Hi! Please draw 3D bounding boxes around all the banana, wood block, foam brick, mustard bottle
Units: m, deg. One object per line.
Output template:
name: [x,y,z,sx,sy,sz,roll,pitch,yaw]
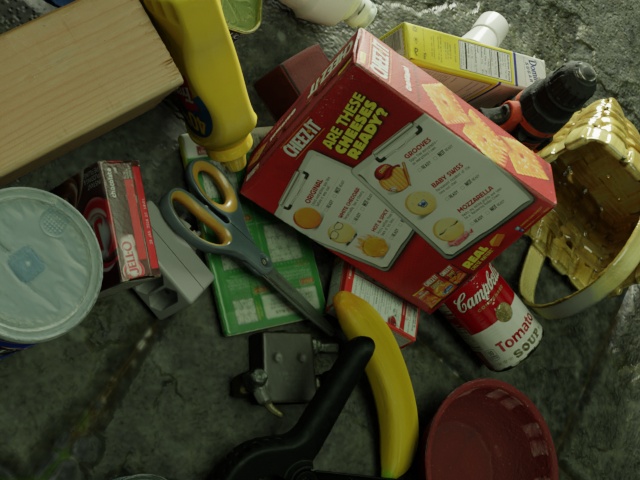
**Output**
banana: [0.054,0.128,0.939,0.069,0.037,0.198,-39,118,-60]
wood block: [-0.219,-0.103,0.790,0.205,0.090,0.091,-32,97,-24]
foam brick: [-0.012,-0.130,0.975,0.051,0.053,0.078,-39,101,-33]
mustard bottle: [-0.093,-0.133,0.861,0.058,0.096,0.191,-31,133,-15]

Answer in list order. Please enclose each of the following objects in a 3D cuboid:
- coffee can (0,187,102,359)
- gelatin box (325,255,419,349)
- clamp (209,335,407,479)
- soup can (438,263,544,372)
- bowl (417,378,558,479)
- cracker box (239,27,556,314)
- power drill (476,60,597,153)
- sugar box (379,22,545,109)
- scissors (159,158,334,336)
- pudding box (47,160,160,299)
coffee can: [-0.225,0.029,0.742,0.102,0.141,0.103,9,73,-31]
gelatin box: [0.051,0.049,0.977,0.089,0.030,0.073,29,51,-24]
clamp: [-0.012,0.197,0.877,0.209,0.036,0.164,-33,113,-17]
soup can: [0.159,0.068,1.026,0.102,0.069,0.068,50,57,-13]
bowl: [0.143,0.211,0.985,0.161,0.055,0.162,10,73,-33]
cracker box: [0.066,-0.054,0.911,0.213,0.164,0.072,33,34,-18]
power drill: [0.143,-0.116,1.004,0.187,0.185,0.057,0,67,-24]
sugar box: [0.127,-0.162,1.049,0.175,0.094,0.048,5,74,-33]
scissors: [-0.056,0.001,0.912,0.201,0.016,0.096,34,42,-35]
pudding box: [-0.169,-0.004,0.804,0.039,0.114,0.090,-6,81,-37]
